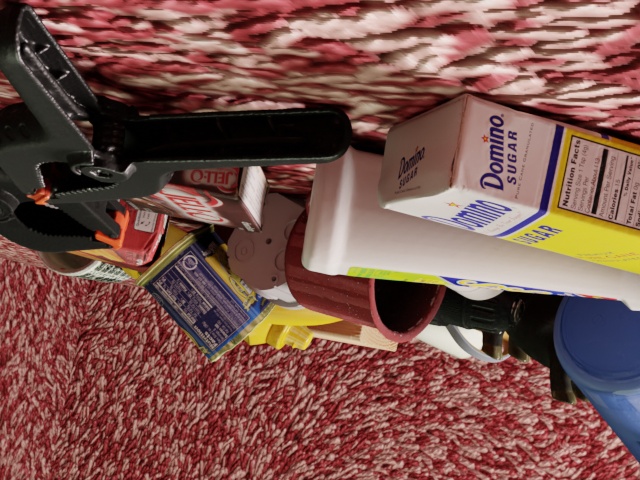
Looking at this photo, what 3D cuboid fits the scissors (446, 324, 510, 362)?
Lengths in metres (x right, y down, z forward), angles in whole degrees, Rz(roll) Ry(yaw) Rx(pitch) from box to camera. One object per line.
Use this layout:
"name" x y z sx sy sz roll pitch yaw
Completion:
"scissors" 0.106 0.041 1.000 0.201 0.096 0.016 35 147 -13

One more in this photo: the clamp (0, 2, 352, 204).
"clamp" -0.094 -0.048 0.521 0.164 0.036 0.210 13 164 -24

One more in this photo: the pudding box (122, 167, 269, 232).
"pudding box" -0.082 -0.038 0.652 0.090 0.039 0.113 12 174 6

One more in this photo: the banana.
"banana" -0.069 0.041 0.892 0.198 0.037 0.069 12 -162 8

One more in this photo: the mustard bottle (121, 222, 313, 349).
"mustard bottle" -0.092 0.046 0.982 0.192 0.058 0.096 29 156 11

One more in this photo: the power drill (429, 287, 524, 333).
"power drill" 0.097 0.039 0.864 0.185 0.057 0.187 15 180 29

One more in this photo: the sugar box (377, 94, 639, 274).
"sugar box" 0.122 -0.016 0.477 0.176 0.048 0.093 11 174 -14

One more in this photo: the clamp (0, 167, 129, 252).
"clamp" -0.202 -0.039 0.658 0.171 0.039 0.120 11 146 -10

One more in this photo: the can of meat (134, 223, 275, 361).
"can of meat" -0.083 0.039 0.808 0.084 0.057 0.102 48 -170 -1

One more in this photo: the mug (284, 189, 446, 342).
"mug" 0.025 0.007 0.718 0.082 0.093 0.117 12 145 38

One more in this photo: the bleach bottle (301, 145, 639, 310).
"bleach bottle" 0.118 0.001 0.571 0.251 0.068 0.102 9 177 -1
